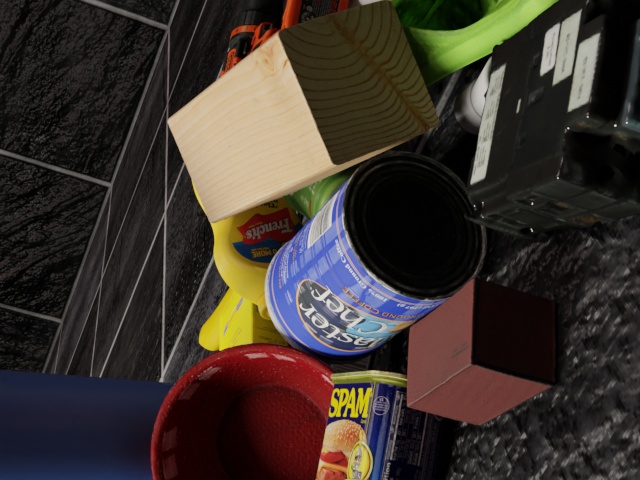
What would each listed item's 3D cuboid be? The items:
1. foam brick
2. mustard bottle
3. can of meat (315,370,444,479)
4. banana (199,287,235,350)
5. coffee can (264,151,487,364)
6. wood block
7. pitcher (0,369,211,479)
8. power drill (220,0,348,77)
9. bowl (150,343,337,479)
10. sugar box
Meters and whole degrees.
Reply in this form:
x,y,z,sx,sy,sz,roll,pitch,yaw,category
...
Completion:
x,y,z,sx,sy,sz,roll,pitch,yaw,category
0.088,0.064,0.595,0.078,0.051,0.053,133,148,-56,foam brick
-0.056,0.001,1.016,0.058,0.096,0.192,-54,45,47,mustard bottle
0.038,0.131,0.683,0.102,0.057,0.084,157,126,-68,can of meat
-0.103,0.079,1.206,0.198,0.037,0.069,132,150,-54,banana
0.034,0.016,0.725,0.140,0.102,0.103,135,148,-57,coffee can
-0.020,-0.084,0.751,0.206,0.090,0.091,-20,93,61,wood block
-0.208,0.169,0.796,0.145,0.242,0.149,36,116,58,pitcher
-0.037,-0.204,1.020,0.188,0.057,0.184,-31,48,60,power drill
-0.038,0.152,0.773,0.055,0.162,0.162,-9,-63,-83,bowl
-0.067,0.116,1.044,0.176,0.048,0.093,-92,25,-50,sugar box
